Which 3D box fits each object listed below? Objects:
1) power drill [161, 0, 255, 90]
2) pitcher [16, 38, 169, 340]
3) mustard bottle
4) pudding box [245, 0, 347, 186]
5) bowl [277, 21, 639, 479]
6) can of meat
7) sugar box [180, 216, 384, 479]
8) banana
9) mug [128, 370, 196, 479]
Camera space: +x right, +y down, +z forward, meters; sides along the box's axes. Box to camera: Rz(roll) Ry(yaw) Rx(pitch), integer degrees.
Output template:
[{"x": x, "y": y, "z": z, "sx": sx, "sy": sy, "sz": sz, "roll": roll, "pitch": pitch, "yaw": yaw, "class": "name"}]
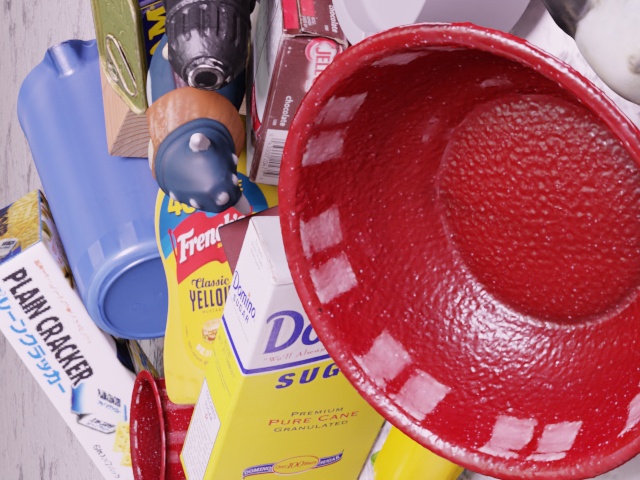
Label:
[{"x": -0.021, "y": -0.186, "z": 0.524, "sx": 0.188, "sy": 0.057, "sz": 0.184, "roll": -39, "pitch": 43, "yaw": 39, "class": "power drill"}, {"x": -0.152, "y": -0.036, "z": 0.855, "sx": 0.145, "sy": 0.149, "sz": 0.243, "roll": -55, "pitch": 42, "yaw": 30, "class": "pitcher"}, {"x": -0.054, "y": 0.001, "z": 0.649, "sx": 0.096, "sy": 0.058, "sz": 0.191, "roll": -9, "pitch": 83, "yaw": 29, "class": "mustard bottle"}, {"x": -0.016, "y": -0.098, "z": 0.595, "sx": 0.114, "sy": 0.039, "sz": 0.090, "roll": 110, "pitch": 161, "yaw": -48, "class": "pudding box"}, {"x": 0.062, "y": 0.000, "z": 0.367, "sx": 0.162, "sy": 0.055, "sz": 0.162, "roll": 21, "pitch": 124, "yaw": 35, "class": "bowl"}, {"x": -0.092, "y": -0.140, "z": 0.664, "sx": 0.057, "sy": 0.083, "sz": 0.102, "roll": 46, "pitch": 152, "yaw": 30, "class": "can of meat"}, {"x": -0.007, "y": 0.065, "z": 0.531, "sx": 0.176, "sy": 0.093, "sz": 0.048, "roll": 110, "pitch": 147, "yaw": -41, "class": "sugar box"}, {"x": 0.052, "y": 0.056, "z": 0.464, "sx": 0.070, "sy": 0.037, "sz": 0.198, "roll": -117, "pitch": 35, "yaw": -47, "class": "banana"}, {"x": -0.082, "y": 0.137, "z": 0.726, "sx": 0.117, "sy": 0.081, "sz": 0.093, "roll": 128, "pitch": 136, "yaw": -56, "class": "mug"}]
